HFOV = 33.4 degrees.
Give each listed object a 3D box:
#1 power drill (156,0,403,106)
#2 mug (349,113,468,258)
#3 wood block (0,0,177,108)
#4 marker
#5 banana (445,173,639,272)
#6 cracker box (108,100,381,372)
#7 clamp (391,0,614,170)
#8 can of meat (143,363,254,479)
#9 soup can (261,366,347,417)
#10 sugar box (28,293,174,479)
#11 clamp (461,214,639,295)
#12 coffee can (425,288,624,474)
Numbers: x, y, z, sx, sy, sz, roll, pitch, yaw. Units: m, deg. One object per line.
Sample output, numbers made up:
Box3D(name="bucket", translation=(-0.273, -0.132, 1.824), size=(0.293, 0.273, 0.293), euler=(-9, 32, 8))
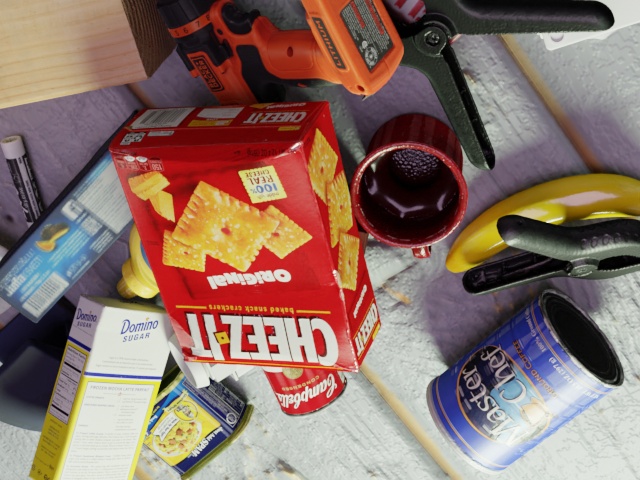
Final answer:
Box3D(name="power drill", translation=(-0.042, -0.167, 0.797), size=(0.188, 0.057, 0.184), euler=(3, 136, 46))
Box3D(name="mug", translation=(0.077, -0.042, 0.874), size=(0.093, 0.081, 0.117), euler=(-8, 116, 14))
Box3D(name="wood block", translation=(-0.233, -0.165, 0.857), size=(0.206, 0.090, 0.090), euler=(-9, 116, 14))
Box3D(name="marker", translation=(-0.265, -0.037, 0.973), size=(0.020, 0.020, 0.121), euler=(-5, 117, 12))
Box3D(name="banana", translation=(0.195, -0.018, 0.892), size=(0.198, 0.037, 0.069), euler=(-11, 115, 15))
Box3D(name="cracker box", translation=(-0.055, 0.001, 0.839), size=(0.164, 0.072, 0.213), euler=(1, 124, 23))
Box3D(name="clamp", translation=(0.087, -0.149, 0.798), size=(0.210, 0.036, 0.165), euler=(26, 129, -2))
Box3D(name="can of meat", translation=(-0.130, 0.173, 1.040), size=(0.084, 0.057, 0.102), euler=(42, 116, -11))
Box3D(name="soup can", translation=(-0.025, 0.101, 0.977), size=(0.069, 0.068, 0.102), euler=(-16, 113, 17))
Box3D(name="sugar box", translation=(-0.198, 0.141, 0.979), size=(0.048, 0.093, 0.176), euler=(17, 92, 41))
Box3D(name="clamp", translation=(0.204, 0.006, 0.859), size=(0.171, 0.039, 0.120), euler=(-9, 161, -2))
Box3D(name="coffee can", translation=(0.177, 0.124, 0.934), size=(0.102, 0.102, 0.140), euler=(40, 117, -12))
